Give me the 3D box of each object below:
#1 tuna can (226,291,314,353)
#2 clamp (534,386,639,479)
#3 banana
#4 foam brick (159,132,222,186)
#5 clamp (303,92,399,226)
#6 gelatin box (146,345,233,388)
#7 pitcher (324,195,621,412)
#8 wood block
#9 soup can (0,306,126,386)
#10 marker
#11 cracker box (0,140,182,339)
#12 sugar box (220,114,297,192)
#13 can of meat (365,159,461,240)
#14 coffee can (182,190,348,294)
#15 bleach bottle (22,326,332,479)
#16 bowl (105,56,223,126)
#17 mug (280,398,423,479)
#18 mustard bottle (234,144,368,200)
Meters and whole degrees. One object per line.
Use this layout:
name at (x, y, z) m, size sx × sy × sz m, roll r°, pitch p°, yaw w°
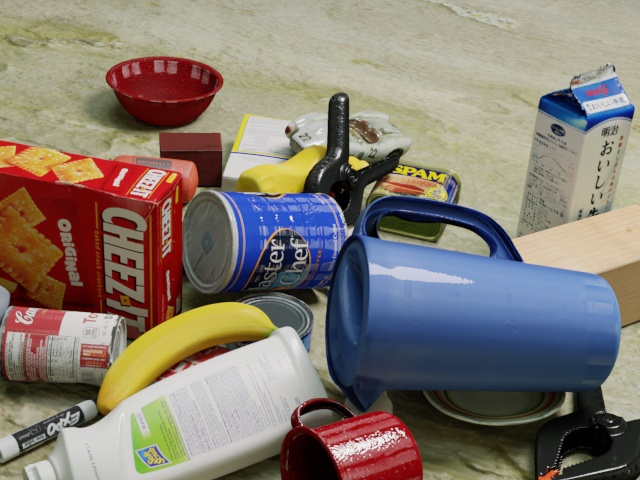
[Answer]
tuna can at (-0.050, 0.087, 1.041) m, size 0.086 × 0.034 × 0.086 m, roll 4°, pitch 31°, yaw -2°
clamp at (0.248, 0.167, 0.948) m, size 0.209 × 0.036 × 0.165 m, roll -23°, pitch 31°, yaw -33°
banana at (-0.120, 0.095, 0.952) m, size 0.197 × 0.037 × 0.070 m, roll -20°, pitch 38°, yaw -30°
foam brick at (-0.161, -0.100, 1.323) m, size 0.078 × 0.051 × 0.053 m, roll 0°, pitch 32°, yaw -8°
clamp at (0.021, -0.081, 1.191) m, size 0.039 × 0.120 × 0.171 m, roll -19°, pitch 29°, yaw 46°
gelatin box at (-0.126, 0.120, 0.979) m, size 0.089 × 0.030 × 0.073 m, roll 18°, pitch 34°, yaw 21°
pitcher at (0.132, 0.061, 0.935) m, size 0.242 × 0.149 × 0.145 m, roll 6°, pitch 31°, yaw -14°
wood block at (0.280, 0.038, 1.118) m, size 0.205 × 0.091 × 0.090 m, roll -15°, pitch 36°, yaw -29°
soup can at (-0.232, 0.097, 0.963) m, size 0.102 × 0.068 × 0.068 m, roll 5°, pitch 31°, yaw 0°
marker at (-0.222, 0.156, 0.914) m, size 0.120 × 0.020 × 0.020 m, roll -23°, pitch 41°, yaw -38°
cracker box at (-0.244, 0.000, 1.031) m, size 0.214 × 0.164 × 0.072 m, roll 11°, pitch 33°, yaw 11°
sugar box at (-0.066, -0.098, 1.340) m, size 0.093 × 0.048 × 0.176 m, roll 8°, pitch 34°, yaw 2°
can of meat at (0.109, -0.048, 1.271) m, size 0.102 × 0.057 × 0.083 m, roll 12°, pitch 34°, yaw 13°
coffee can at (-0.057, 0.001, 1.089) m, size 0.140 × 0.103 × 0.103 m, roll 0°, pitch 28°, yaw -36°
bleach bottle at (-0.120, 0.153, 0.876) m, size 0.250 × 0.068 × 0.102 m, roll -15°, pitch 64°, yaw -27°
bowl at (-0.216, -0.202, 1.480) m, size 0.162 × 0.055 × 0.162 m, roll 4°, pitch 31°, yaw -2°
mug at (0.020, 0.174, 0.847) m, size 0.081 × 0.093 × 0.117 m, roll -11°, pitch 50°, yaw -33°
mustard bottle at (-0.012, -0.058, 1.228) m, size 0.058 × 0.096 × 0.191 m, roll 19°, pitch 32°, yaw 40°
